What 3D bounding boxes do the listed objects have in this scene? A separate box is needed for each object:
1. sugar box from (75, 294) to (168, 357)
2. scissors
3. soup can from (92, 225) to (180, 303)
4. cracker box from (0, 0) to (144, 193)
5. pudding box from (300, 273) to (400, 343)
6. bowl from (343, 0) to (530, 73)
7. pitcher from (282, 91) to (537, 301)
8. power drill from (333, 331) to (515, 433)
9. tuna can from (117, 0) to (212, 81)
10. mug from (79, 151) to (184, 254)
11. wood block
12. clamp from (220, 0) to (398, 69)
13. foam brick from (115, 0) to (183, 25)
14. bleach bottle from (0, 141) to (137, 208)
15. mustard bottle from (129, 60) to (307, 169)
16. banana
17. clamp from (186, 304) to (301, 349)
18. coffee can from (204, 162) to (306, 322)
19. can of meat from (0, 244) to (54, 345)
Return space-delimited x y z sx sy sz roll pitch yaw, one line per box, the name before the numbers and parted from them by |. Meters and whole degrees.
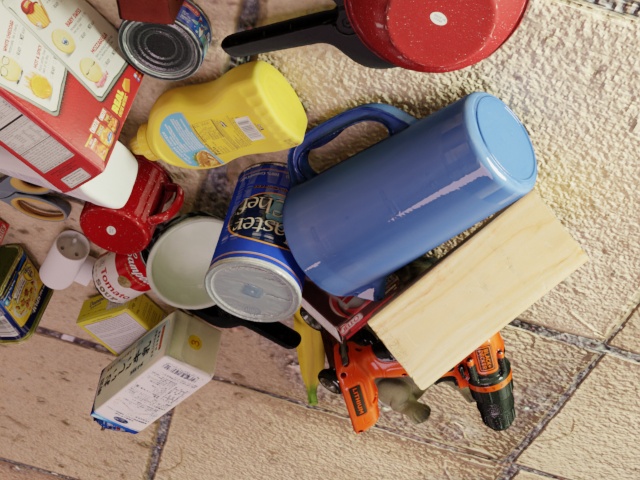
sugar box | -0.233 0.134 1.436 0.093 0.048 0.176 -17 135 30
scissors | -0.392 -0.071 1.258 0.201 0.016 0.096 18 140 -4
soup can | -0.220 0.030 1.286 0.102 0.068 0.068 -25 127 39
cracker box | -0.274 -0.170 0.981 0.072 0.164 0.213 -25 128 36
pudding box | 0.020 0.047 1.177 0.114 0.090 0.039 39 159 37
bowl | 0.099 -0.198 0.888 0.162 0.055 0.162 1 129 1
pitcher | 0.082 -0.056 1.053 0.149 0.145 0.243 28 137 -36
power drill | 0.118 0.154 1.186 0.187 0.057 0.184 -16 118 4
tuna can | -0.149 -0.194 1.017 0.086 0.033 0.086 9 141 7
mug | -0.207 -0.039 1.186 0.117 0.081 0.093 -1 139 18
wood block | 0.156 0.048 1.073 0.206 0.090 0.090 -39 87 6
clamp | 0.023 -0.211 0.941 0.210 0.036 0.165 12 137 -2
foam brick | -0.153 -0.240 0.948 0.051 0.053 0.078 7 142 8
bleach bottle | -0.325 -0.095 1.138 0.251 0.068 0.102 13 169 22
mustard bottle | -0.116 -0.117 1.081 0.192 0.058 0.096 -13 138 29
banana | -0.011 0.115 1.327 0.037 0.070 0.198 -12 130 -9
clamp | -0.107 0.069 1.297 0.172 0.039 0.120 10 128 30
coffee can | -0.057 0.001 1.142 0.103 0.140 0.103 9 141 7
can of meat | -0.396 0.068 1.361 0.057 0.102 0.084 -3 136 21
